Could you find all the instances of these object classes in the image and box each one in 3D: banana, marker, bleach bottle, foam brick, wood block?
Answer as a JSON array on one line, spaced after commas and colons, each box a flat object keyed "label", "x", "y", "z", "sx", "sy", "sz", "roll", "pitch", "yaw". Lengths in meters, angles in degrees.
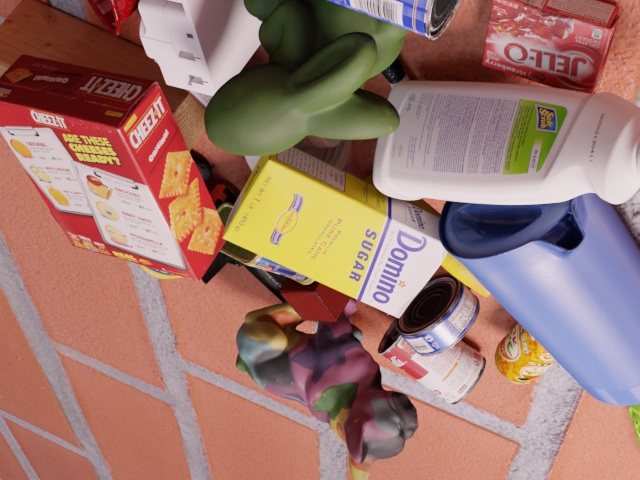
[{"label": "banana", "x": 0.089, "y": -0.016, "z": 0.991, "sx": 0.198, "sy": 0.037, "sz": 0.069, "roll": 39, "pitch": 174, "yaw": 45}, {"label": "marker", "x": 0.081, "y": -0.115, "z": 0.917, "sx": 0.020, "sy": 0.020, "sz": 0.121, "roll": -1, "pitch": 137, "yaw": 42}, {"label": "bleach bottle", "x": 0.152, "y": -0.066, "z": 0.803, "sx": 0.067, "sy": 0.102, "sz": 0.251, "roll": 7, "pitch": -175, "yaw": -42}, {"label": "foam brick", "x": 0.004, "y": 0.044, "z": 1.163, "sx": 0.053, "sy": 0.078, "sz": 0.051, "roll": 0, "pitch": 136, "yaw": 42}, {"label": "wood block", "x": -0.228, "y": -0.149, "z": 1.075, "sx": 0.206, "sy": 0.090, "sz": 0.091, "roll": 25, "pitch": 150, "yaw": 10}]

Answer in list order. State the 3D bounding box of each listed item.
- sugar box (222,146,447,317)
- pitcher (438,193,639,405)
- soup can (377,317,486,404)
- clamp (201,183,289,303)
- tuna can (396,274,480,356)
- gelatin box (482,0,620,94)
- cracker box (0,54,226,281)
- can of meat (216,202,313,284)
[{"label": "sugar box", "x": 0.015, "y": -0.008, "z": 0.915, "sx": 0.176, "sy": 0.048, "sz": 0.093, "roll": 26, "pitch": 123, "yaw": -11}, {"label": "pitcher", "x": 0.214, "y": 0.030, "z": 0.922, "sx": 0.145, "sy": 0.149, "sz": 0.242, "roll": -19, "pitch": 128, "yaw": 35}, {"label": "soup can", "x": 0.124, "y": 0.127, "z": 1.184, "sx": 0.102, "sy": 0.068, "sz": 0.069, "roll": 36, "pitch": 150, "yaw": -7}, {"label": "clamp", "x": -0.103, "y": 0.010, "z": 1.249, "sx": 0.165, "sy": 0.036, "sz": 0.210, "roll": 13, "pitch": 146, "yaw": 32}, {"label": "tuna can", "x": 0.120, "y": 0.076, "z": 1.098, "sx": 0.033, "sy": 0.086, "sz": 0.086, "roll": 46, "pitch": 147, "yaw": -21}, {"label": "gelatin box", "x": 0.167, "y": -0.148, "z": 0.781, "sx": 0.089, "sy": 0.030, "sz": 0.073, "roll": 22, "pitch": 149, "yaw": 16}, {"label": "cracker box", "x": -0.196, "y": -0.066, "z": 1.007, "sx": 0.164, "sy": 0.072, "sz": 0.213, "roll": 14, "pitch": 146, "yaw": 27}, {"label": "can of meat", "x": -0.057, "y": 0.001, "z": 1.126, "sx": 0.083, "sy": 0.057, "sz": 0.102, "roll": 19, "pitch": -177, "yaw": -41}]
